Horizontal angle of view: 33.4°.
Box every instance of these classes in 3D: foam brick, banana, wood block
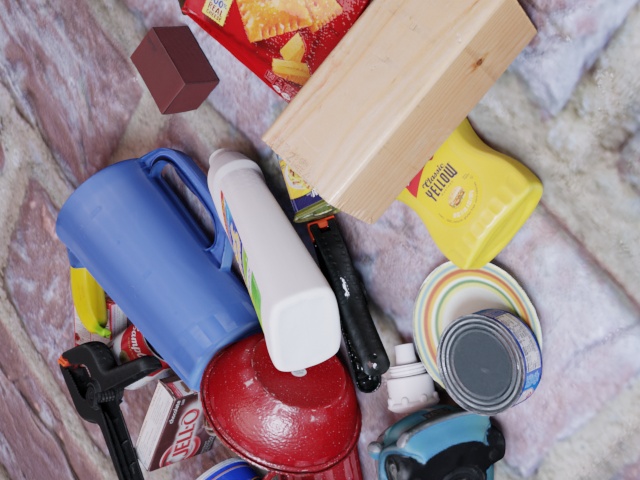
[{"bbox_3d":[-0.153,-0.180,1.121,0.053,0.051,0.078,-42,71,39],"label":"foam brick"},{"bbox_3d":[-0.269,0.029,1.266,0.070,0.037,0.198,-25,65,39],"label":"banana"},{"bbox_3d":[0.063,-0.124,0.849,0.206,0.090,0.090,-49,64,9],"label":"wood block"}]

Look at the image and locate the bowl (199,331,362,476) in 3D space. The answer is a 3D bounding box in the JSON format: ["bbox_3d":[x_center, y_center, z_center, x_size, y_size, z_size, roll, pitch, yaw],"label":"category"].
[{"bbox_3d":[-0.028,0.137,0.995,0.162,0.161,0.055,48,135,25],"label":"bowl"}]

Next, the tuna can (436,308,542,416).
[{"bbox_3d":[0.141,0.100,0.890,0.086,0.033,0.086,10,105,41],"label":"tuna can"}]

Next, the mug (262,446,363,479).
[{"bbox_3d":[-0.009,0.241,1.040,0.093,0.117,0.081,-14,85,61],"label":"mug"}]

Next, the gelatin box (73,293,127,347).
[{"bbox_3d":[-0.269,0.110,1.310,0.073,0.030,0.089,11,106,40],"label":"gelatin box"}]

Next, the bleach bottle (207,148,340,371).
[{"bbox_3d":[-0.057,0.001,1.022,0.251,0.068,0.102,-119,17,-44],"label":"bleach bottle"}]

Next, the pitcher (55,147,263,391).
[{"bbox_3d":[-0.155,0.030,1.127,0.243,0.144,0.149,48,153,20],"label":"pitcher"}]

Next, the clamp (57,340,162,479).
[{"bbox_3d":[-0.237,0.181,1.184,0.210,0.036,0.164,19,107,51],"label":"clamp"}]

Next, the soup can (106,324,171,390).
[{"bbox_3d":[-0.199,0.124,1.221,0.102,0.068,0.068,-34,76,43],"label":"soup can"}]

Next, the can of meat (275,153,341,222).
[{"bbox_3d":[0.008,-0.072,0.992,0.102,0.057,0.084,-25,81,44],"label":"can of meat"}]

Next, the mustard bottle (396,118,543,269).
[{"bbox_3d":[0.092,-0.070,0.910,0.192,0.058,0.096,47,117,26],"label":"mustard bottle"}]

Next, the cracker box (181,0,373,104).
[{"bbox_3d":[-0.012,-0.244,0.944,0.164,0.072,0.214,43,127,14],"label":"cracker box"}]

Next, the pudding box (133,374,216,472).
[{"bbox_3d":[-0.149,0.194,1.174,0.039,0.089,0.114,39,123,31],"label":"pudding box"}]

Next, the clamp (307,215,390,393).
[{"bbox_3d":[0.027,0.063,1.002,0.120,0.039,0.171,99,156,-64],"label":"clamp"}]
